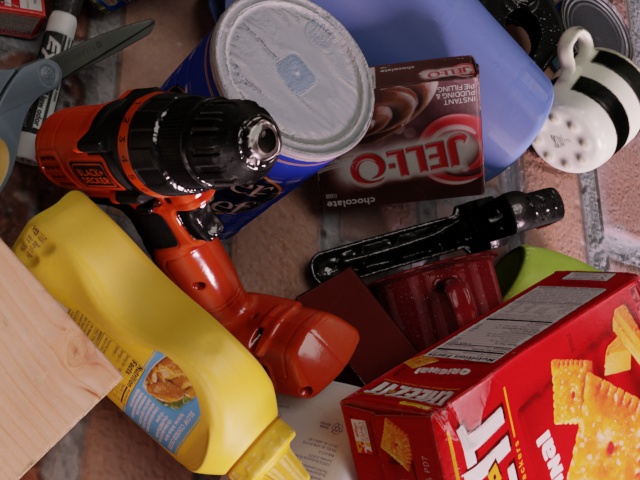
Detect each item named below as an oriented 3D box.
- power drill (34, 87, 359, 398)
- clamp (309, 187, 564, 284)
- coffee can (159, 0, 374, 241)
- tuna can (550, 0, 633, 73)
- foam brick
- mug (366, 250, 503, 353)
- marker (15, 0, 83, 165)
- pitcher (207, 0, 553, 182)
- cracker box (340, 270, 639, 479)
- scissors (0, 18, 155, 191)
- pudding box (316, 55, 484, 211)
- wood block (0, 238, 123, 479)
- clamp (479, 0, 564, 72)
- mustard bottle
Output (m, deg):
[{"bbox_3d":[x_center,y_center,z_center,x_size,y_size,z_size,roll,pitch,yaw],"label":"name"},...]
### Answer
[{"bbox_3d":[-0.054,0.001,0.573,0.057,0.185,0.187,-47,122,-28],"label":"power drill"},{"bbox_3d":[0.115,-0.012,0.728,0.209,0.165,0.036,-13,87,-46],"label":"clamp"},{"bbox_3d":[-0.048,-0.069,0.639,0.102,0.141,0.103,14,63,-29],"label":"coffee can"},{"bbox_3d":[0.233,-0.177,0.941,0.086,0.034,0.086,14,63,-29],"label":"tuna can"},{"bbox_3d":[0.015,0.066,0.669,0.051,0.053,0.078,-27,73,-38],"label":"foam brick"},{"bbox_3d":[0.084,0.056,0.694,0.093,0.117,0.081,-13,82,-9],"label":"mug"},{"bbox_3d":[-0.161,-0.104,0.637,0.020,0.020,0.121,17,78,-27],"label":"marker"},{"bbox_3d":[0.052,-0.156,0.752,0.242,0.149,0.145,40,21,-18],"label":"pitcher"},{"bbox_3d":[0.122,0.127,0.612,0.213,0.072,0.164,-24,105,-42],"label":"cracker box"},{"bbox_3d":[-0.161,-0.073,0.607,0.201,0.016,0.096,-18,102,-48],"label":"scissors"},{"bbox_3d":[0.050,-0.070,0.703,0.113,0.090,0.039,-5,35,8],"label":"pudding box"},{"bbox_3d":[-0.209,0.028,0.523,0.206,0.090,0.090,49,52,-6],"label":"wood block"},{"bbox_3d":[0.172,-0.203,0.895,0.120,0.039,0.171,-8,76,-6],"label":"clamp"},{"bbox_3d":[-0.081,0.066,0.563,0.191,0.096,0.058,42,50,7],"label":"mustard bottle"}]
